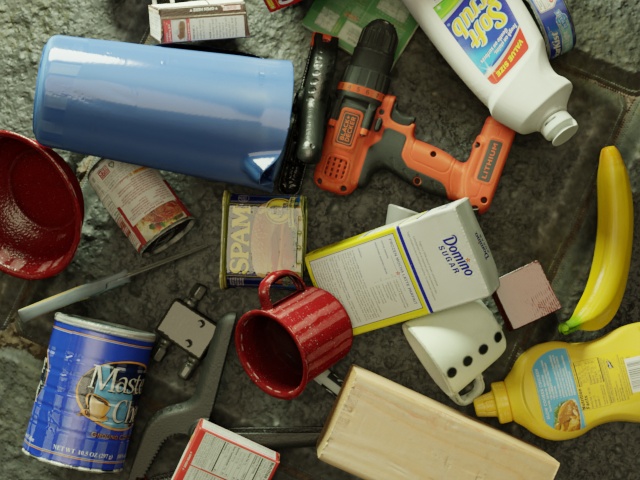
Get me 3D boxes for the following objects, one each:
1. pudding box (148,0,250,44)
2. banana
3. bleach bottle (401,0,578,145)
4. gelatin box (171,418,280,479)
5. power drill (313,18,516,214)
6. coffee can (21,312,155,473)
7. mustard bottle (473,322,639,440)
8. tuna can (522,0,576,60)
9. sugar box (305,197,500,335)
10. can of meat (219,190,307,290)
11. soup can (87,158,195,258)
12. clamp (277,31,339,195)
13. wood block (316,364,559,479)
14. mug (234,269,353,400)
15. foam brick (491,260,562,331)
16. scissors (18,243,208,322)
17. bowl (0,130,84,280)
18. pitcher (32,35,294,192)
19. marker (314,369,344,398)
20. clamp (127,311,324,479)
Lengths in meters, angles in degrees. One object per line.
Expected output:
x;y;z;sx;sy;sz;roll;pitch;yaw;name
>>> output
-0.125;-0.223;1.081;0.090;0.113;0.039;-8;104;-11;pudding box
0.282;0.008;1.054;0.037;0.069;0.198;4;72;38;banana
0.171;-0.198;1.039;0.102;0.068;0.251;-35;67;3;bleach bottle
-0.094;0.228;1.054;0.089;0.030;0.073;25;98;-7;gelatin box
0.101;-0.116;1.083;0.188;0.057;0.184;18;94;10;power drill
-0.231;0.151;1.068;0.103;0.103;0.140;13;86;7;coffee can
0.245;0.144;1.044;0.191;0.058;0.096;-13;82;4;mustard bottle
0.222;-0.224;1.071;0.034;0.086;0.086;-26;82;0;tuna can
0.078;0.029;1.036;0.176;0.048;0.093;-19;96;29;sugar box
-0.057;0.001;1.090;0.084;0.057;0.102;2;85;3;can of meat
-0.185;-0.042;1.101;0.068;0.068;0.102;-37;82;1;soup can
-0.008;-0.134;1.072;0.039;0.120;0.171;12;82;-15;clamp
0.108;0.204;1.022;0.206;0.091;0.090;24;88;-1;wood block
-0.026;0.084;1.036;0.093;0.081;0.117;-9;104;45;mug
0.199;0.055;1.049;0.051;0.078;0.053;-25;82;4;foam brick
-0.221;0.044;1.114;0.201;0.096;0.016;-22;93;-28;scissors
-0.300;-0.043;1.099;0.162;0.055;0.162;10;116;20;bowl
-0.151;-0.136;1.052;0.242;0.149;0.145;8;91;-10;pitcher
0.020;0.152;1.085;0.121;0.020;0.020;37;89;8;marker
-0.118;0.183;1.083;0.210;0.036;0.164;-31;92;4;clamp
